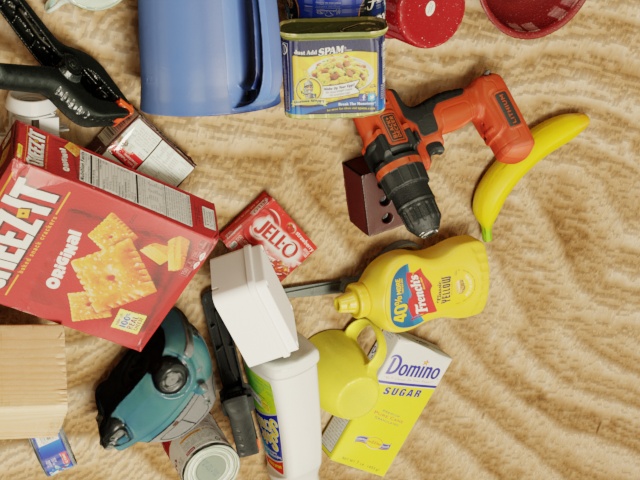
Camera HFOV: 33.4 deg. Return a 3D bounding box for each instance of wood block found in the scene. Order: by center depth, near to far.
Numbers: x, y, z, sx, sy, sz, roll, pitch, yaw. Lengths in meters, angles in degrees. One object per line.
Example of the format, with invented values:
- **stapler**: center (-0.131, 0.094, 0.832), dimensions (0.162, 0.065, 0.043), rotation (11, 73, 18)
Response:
- **wood block**: center (-0.352, 0.136, 1.018), dimensions (0.205, 0.091, 0.090), rotation (2, 152, -20)

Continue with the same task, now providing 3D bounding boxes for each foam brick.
- **foam brick**: center (0.062, -0.053, 1.196), dimensions (0.053, 0.051, 0.078), rotation (-20, 120, -18)

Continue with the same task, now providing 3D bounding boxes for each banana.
- **banana**: center (0.244, -0.091, 1.283), dimensions (0.198, 0.037, 0.069), rotation (-48, 142, 2)

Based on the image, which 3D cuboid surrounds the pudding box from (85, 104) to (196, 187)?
- **pudding box**: center (-0.194, -0.066, 1.070), dimensions (0.113, 0.039, 0.090), rotation (-46, 127, 2)

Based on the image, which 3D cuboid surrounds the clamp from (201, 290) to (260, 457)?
- **clamp**: center (-0.096, 0.167, 1.190), dimensions (0.036, 0.164, 0.210), rotation (-12, 141, -5)

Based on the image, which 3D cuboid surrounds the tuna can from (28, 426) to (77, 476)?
- **tuna can**: center (-0.286, 0.202, 1.116), dimensions (0.033, 0.086, 0.086), rotation (-23, 120, -15)

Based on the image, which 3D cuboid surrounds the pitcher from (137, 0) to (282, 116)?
- **pitcher**: center (-0.100, -0.235, 0.968), dimensions (0.149, 0.145, 0.243), rotation (1, 107, 9)

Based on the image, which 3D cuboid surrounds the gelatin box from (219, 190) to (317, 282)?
- **gelatin box**: center (-0.058, 0.001, 1.173), dimensions (0.073, 0.030, 0.089), rotation (-43, 124, -3)

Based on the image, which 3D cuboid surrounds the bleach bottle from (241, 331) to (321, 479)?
- **bleach bottle**: center (-0.034, 0.225, 1.242), dimensions (0.068, 0.103, 0.251), rotation (-21, 119, -25)

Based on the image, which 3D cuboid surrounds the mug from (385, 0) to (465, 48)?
- **mug**: center (0.107, -0.251, 1.111), dimensions (0.117, 0.082, 0.093), rotation (-21, 120, -17)

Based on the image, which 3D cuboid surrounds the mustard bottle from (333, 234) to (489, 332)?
- **mustard bottle**: center (0.104, 0.056, 1.242), dimensions (0.191, 0.058, 0.096), rotation (-11, 113, -24)

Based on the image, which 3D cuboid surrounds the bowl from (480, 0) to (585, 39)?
- **bowl**: center (0.224, -0.304, 1.161), dimensions (0.161, 0.055, 0.162), rotation (-11, 117, -23)

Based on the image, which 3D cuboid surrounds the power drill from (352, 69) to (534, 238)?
- **power drill**: center (0.137, -0.103, 1.156), dimensions (0.187, 0.057, 0.184), rotation (-15, 73, -27)

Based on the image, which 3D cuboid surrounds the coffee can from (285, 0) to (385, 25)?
- **coffee can**: center (0.015, -0.239, 1.058), dimensions (0.102, 0.103, 0.140), rotation (-11, 116, -23)

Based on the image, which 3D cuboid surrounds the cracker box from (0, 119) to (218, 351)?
- **cracker box**: center (-0.229, 0.003, 1.025), dimensions (0.213, 0.072, 0.164), rotation (23, 120, -28)

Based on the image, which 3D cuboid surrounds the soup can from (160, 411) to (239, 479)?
- **soup can**: center (-0.138, 0.229, 1.193), dimensions (0.068, 0.102, 0.068), rotation (-11, 117, -23)

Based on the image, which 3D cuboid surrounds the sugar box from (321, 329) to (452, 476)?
- **sugar box**: center (0.081, 0.200, 1.324), dimensions (0.093, 0.048, 0.176), rotation (24, 101, -33)

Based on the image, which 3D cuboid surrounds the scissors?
- **scissors**: center (0.043, 0.036, 1.249), dimensions (0.201, 0.016, 0.096), rotation (11, 105, -31)

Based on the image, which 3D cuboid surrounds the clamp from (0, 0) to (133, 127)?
- **clamp**: center (-0.244, -0.164, 0.982), dimensions (0.039, 0.120, 0.171), rotation (-20, 153, 28)

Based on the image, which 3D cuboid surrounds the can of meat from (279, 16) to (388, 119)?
- **can of meat**: center (0.012, -0.162, 1.003), dimensions (0.102, 0.057, 0.084), rotation (-2, 115, 0)
